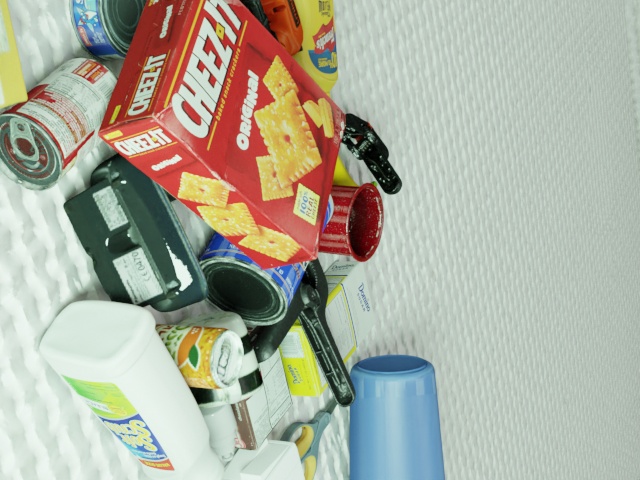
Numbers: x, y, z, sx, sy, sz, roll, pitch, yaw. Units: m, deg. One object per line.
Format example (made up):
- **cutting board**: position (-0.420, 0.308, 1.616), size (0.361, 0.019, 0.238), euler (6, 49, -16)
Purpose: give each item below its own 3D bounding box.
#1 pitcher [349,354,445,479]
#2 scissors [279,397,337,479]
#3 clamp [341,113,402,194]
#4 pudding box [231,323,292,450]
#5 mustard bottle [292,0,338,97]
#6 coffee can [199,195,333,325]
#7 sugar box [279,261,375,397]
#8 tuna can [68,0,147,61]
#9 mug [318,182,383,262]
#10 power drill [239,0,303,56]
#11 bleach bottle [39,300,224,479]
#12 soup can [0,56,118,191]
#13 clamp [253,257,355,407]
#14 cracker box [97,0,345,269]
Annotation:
- **pitcher**: position (0.095, 0.273, 1.377), size (0.144, 0.149, 0.243), euler (-12, 102, -49)
- **scissors**: position (0.000, 0.241, 1.310), size (0.201, 0.016, 0.096), euler (-23, 113, -60)
- **clamp**: position (0.059, -0.111, 1.311), size (0.120, 0.039, 0.171), euler (51, 16, -3)
- **pudding box**: position (-0.074, 0.154, 1.143), size (0.089, 0.039, 0.113), euler (-48, 133, -54)
- **mustard bottle**: position (-0.014, -0.231, 1.220), size (0.096, 0.058, 0.191), euler (-30, 117, -64)
- **coffee can**: position (-0.057, 0.001, 1.099), size (0.140, 0.103, 0.102), euler (-65, 144, -37)
- **sugar box**: position (0.008, 0.103, 1.289), size (0.176, 0.048, 0.093), euler (-47, 129, -56)
- **tuna can**: position (-0.179, -0.201, 0.934), size (0.086, 0.034, 0.086), euler (-4, 94, -62)
- **mug**: position (0.024, -0.027, 1.268), size (0.117, 0.082, 0.093), euler (-22, 115, -57)
- **power drill**: position (-0.058, -0.202, 1.069), size (0.187, 0.057, 0.184), euler (-89, 167, -49)
- **bleach bottle**: position (-0.143, 0.158, 0.941), size (0.068, 0.103, 0.250), euler (-60, 140, -33)
- **soup can**: position (-0.207, -0.095, 0.849), size (0.102, 0.069, 0.068), euler (-56, 138, -46)
- **clamp**: position (-0.027, 0.069, 1.167), size (0.164, 0.036, 0.210), euler (29, 44, -51)
- **cracker box**: position (-0.071, -0.099, 0.909), size (0.213, 0.072, 0.164), euler (43, 48, -40)
